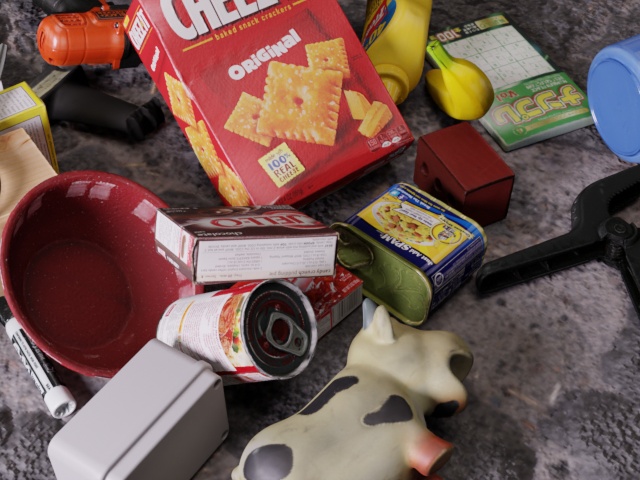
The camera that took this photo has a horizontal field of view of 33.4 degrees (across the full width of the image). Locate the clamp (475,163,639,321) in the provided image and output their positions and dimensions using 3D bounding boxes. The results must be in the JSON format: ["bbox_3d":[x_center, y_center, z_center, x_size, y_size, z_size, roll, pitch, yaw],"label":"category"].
[{"bbox_3d":[0.246,0.010,0.862,0.165,0.036,0.209,30,53,25],"label":"clamp"}]

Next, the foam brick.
[{"bbox_3d":[0.121,-0.054,0.909,0.051,0.053,0.078,-20,50,-19],"label":"foam brick"}]

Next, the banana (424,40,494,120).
[{"bbox_3d":[0.121,-0.135,0.935,0.037,0.198,0.069,-33,88,3],"label":"banana"}]

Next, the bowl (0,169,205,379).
[{"bbox_3d":[-0.168,0.031,0.792,0.161,0.055,0.162,16,60,-31],"label":"bowl"}]

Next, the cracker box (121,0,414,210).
[{"bbox_3d":[-0.042,-0.134,0.901,0.164,0.072,0.214,-28,87,-24],"label":"cracker box"}]

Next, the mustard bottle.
[{"bbox_3d":[0.069,-0.189,1.005,0.058,0.096,0.191,23,47,-14],"label":"mustard bottle"}]

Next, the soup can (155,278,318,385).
[{"bbox_3d":[-0.061,0.067,0.751,0.102,0.068,0.068,-13,30,46],"label":"soup can"}]

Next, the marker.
[{"bbox_3d":[-0.216,0.084,0.796,0.020,0.020,0.121,-25,52,-23],"label":"marker"}]

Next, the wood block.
[{"bbox_3d":[-0.300,0.006,0.820,0.205,0.090,0.091,-26,53,-24],"label":"wood block"}]

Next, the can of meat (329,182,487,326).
[{"bbox_3d":[0.069,0.007,0.846,0.102,0.057,0.083,33,49,25],"label":"can of meat"}]

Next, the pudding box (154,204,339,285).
[{"bbox_3d":[-0.055,0.001,0.783,0.113,0.039,0.090,-5,16,-25],"label":"pudding box"}]

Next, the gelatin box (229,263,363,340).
[{"bbox_3d":[-0.022,0.045,0.828,0.073,0.030,0.089,34,54,28],"label":"gelatin box"}]

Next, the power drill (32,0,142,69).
[{"bbox_3d":[-0.214,-0.234,1.055,0.184,0.057,0.188,-10,40,-36],"label":"power drill"}]

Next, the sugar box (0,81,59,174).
[{"bbox_3d":[-0.306,-0.054,0.873,0.176,0.093,0.048,-25,52,-23],"label":"sugar box"}]
